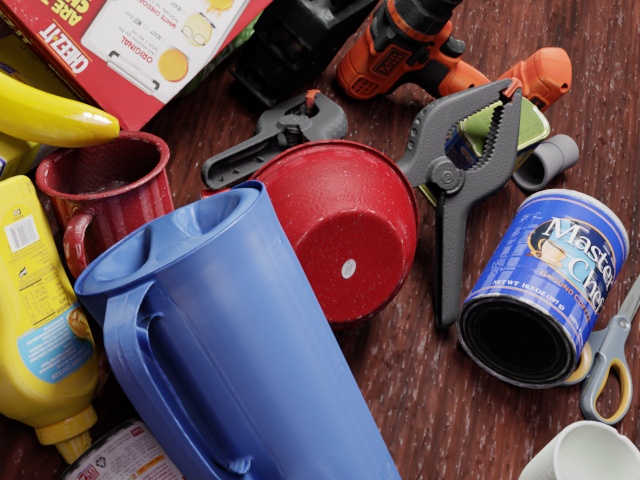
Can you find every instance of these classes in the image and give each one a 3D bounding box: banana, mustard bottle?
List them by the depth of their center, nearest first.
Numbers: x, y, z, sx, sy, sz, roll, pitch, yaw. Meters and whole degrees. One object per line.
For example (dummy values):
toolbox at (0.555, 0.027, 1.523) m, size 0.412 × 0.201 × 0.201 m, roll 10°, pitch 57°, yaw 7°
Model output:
mustard bottle at (-0.193, 0.058, 0.702) m, size 0.096 × 0.058 × 0.191 m, roll -44°, pitch 115°, yaw -68°
banana at (-0.233, -0.119, 0.747) m, size 0.198 × 0.037 × 0.070 m, roll 42°, pitch 96°, yaw 1°

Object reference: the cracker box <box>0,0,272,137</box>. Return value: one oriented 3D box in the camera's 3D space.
cracker box at (-0.130, -0.208, 0.802) m, size 0.213 × 0.072 × 0.164 m, roll -47°, pitch 111°, yaw -13°

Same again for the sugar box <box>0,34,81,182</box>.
sugar box at (-0.254, -0.083, 0.781) m, size 0.093 × 0.048 × 0.176 m, roll 39°, pitch 36°, yaw 2°

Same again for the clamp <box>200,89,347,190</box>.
clamp at (-0.031, -0.082, 0.887) m, size 0.120 × 0.039 × 0.171 m, roll 2°, pitch 26°, yaw 2°

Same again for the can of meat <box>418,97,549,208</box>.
can of meat at (0.147, -0.079, 0.963) m, size 0.101 × 0.084 × 0.057 m, roll -26°, pitch 74°, yaw -35°

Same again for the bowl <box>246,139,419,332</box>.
bowl at (0.010, 0.009, 0.795) m, size 0.161 × 0.162 × 0.055 m, roll 4°, pitch 21°, yaw -23°

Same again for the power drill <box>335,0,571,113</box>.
power drill at (0.133, -0.170, 0.965) m, size 0.187 × 0.185 × 0.057 m, roll 20°, pitch 53°, yaw -24°

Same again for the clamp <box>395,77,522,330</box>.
clamp at (0.104, -0.042, 0.881) m, size 0.164 × 0.036 × 0.210 m, roll 45°, pitch 85°, yaw -11°

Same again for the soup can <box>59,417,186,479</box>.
soup can at (-0.112, 0.175, 0.690) m, size 0.068 × 0.069 × 0.102 m, roll -34°, pitch 77°, yaw -37°

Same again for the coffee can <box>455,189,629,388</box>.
coffee can at (0.187, 0.039, 0.894) m, size 0.103 × 0.103 × 0.140 m, roll 37°, pitch 52°, yaw 1°

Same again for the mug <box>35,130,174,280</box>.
mug at (-0.148, -0.014, 0.747) m, size 0.093 × 0.081 × 0.117 m, roll 0°, pitch 34°, yaw 12°

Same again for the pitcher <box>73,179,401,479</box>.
pitcher at (-0.045, 0.098, 0.679) m, size 0.149 × 0.145 × 0.243 m, roll -34°, pitch 107°, yaw -21°
